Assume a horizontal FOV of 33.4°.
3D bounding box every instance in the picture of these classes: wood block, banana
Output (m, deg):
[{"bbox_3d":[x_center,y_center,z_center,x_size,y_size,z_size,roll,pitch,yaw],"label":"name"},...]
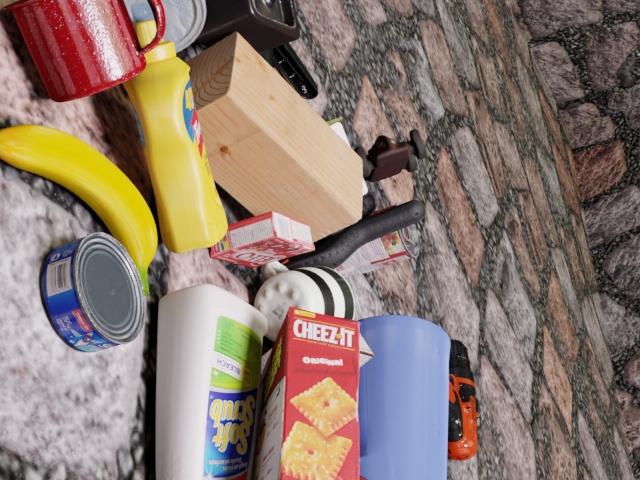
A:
[{"bbox_3d":[-0.053,-0.092,1.054,0.205,0.091,0.090,42,36,-36],"label":"wood block"},{"bbox_3d":[-0.178,-0.037,0.823,0.197,0.037,0.069,51,29,-43],"label":"banana"}]

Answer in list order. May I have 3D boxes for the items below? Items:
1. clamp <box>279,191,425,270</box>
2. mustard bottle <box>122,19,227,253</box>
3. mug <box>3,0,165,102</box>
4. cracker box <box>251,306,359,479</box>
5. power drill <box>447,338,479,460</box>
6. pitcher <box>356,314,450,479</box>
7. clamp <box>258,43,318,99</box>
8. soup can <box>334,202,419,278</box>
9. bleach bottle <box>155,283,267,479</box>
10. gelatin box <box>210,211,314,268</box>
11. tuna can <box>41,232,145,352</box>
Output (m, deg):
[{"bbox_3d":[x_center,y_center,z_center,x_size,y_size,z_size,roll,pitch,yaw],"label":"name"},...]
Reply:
[{"bbox_3d":[0.022,-0.006,1.175,0.039,0.171,0.120,66,-12,-13],"label":"clamp"},{"bbox_3d":[-0.128,-0.091,0.909,0.096,0.058,0.191,-98,175,-75],"label":"mustard bottle"},{"bbox_3d":[-0.175,-0.162,0.827,0.093,0.117,0.081,-78,150,-69],"label":"mug"},{"bbox_3d":[-0.019,0.190,0.870,0.164,0.072,0.213,114,-16,-47],"label":"cracker box"},{"bbox_3d":[0.166,0.187,1.464,0.187,0.057,0.184,49,31,-46],"label":"power drill"},{"bbox_3d":[0.067,0.206,1.131,0.145,0.149,0.243,90,2,-55],"label":"pitcher"},{"bbox_3d":[-0.065,-0.249,1.267,0.164,0.036,0.210,-21,93,-68],"label":"clamp"},{"bbox_3d":[0.059,0.001,1.286,0.068,0.102,0.068,49,31,-45],"label":"soup can"},{"bbox_3d":[-0.088,0.166,0.852,0.102,0.068,0.251,38,41,-49],"label":"bleach bottle"},{"bbox_3d":[-0.057,0.001,1.041,0.089,0.073,0.030,20,56,-65],"label":"gelatin box"},{"bbox_3d":[-0.168,0.039,0.792,0.086,0.034,0.086,50,30,-45],"label":"tuna can"}]
